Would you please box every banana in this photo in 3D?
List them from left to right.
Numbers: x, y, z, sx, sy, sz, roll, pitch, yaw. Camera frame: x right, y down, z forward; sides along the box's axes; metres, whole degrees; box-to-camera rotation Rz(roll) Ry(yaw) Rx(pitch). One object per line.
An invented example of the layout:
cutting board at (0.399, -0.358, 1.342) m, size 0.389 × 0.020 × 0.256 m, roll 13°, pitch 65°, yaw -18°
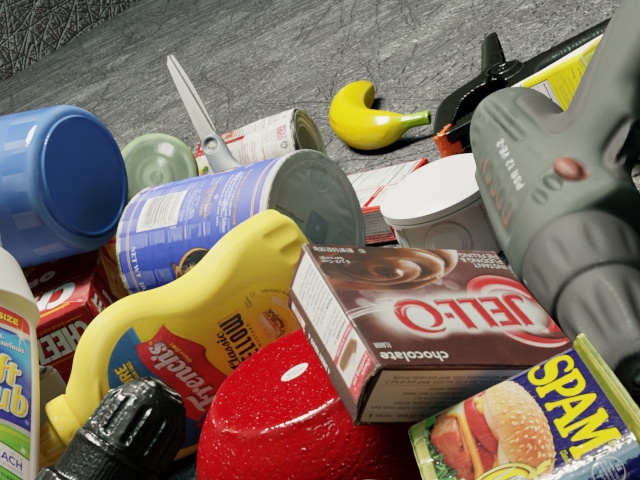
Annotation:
banana at (0.042, -0.115, 0.986) m, size 0.069 × 0.037 × 0.198 m, roll -11°, pitch 20°, yaw -10°

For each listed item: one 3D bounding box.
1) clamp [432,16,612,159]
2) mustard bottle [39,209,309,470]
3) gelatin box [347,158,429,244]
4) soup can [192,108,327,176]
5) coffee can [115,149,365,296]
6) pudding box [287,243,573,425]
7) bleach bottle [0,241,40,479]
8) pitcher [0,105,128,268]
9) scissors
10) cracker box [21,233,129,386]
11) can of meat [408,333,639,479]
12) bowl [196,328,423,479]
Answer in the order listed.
clamp at (0.164, -0.130, 0.868) m, size 0.165 × 0.036 × 0.209 m, roll -7°, pitch 30°, yaw 43°
mustard bottle at (-0.080, 0.069, 0.604) m, size 0.191 × 0.096 × 0.058 m, roll -32°, pitch 21°, yaw -11°
gelatin box at (0.034, -0.024, 0.786) m, size 0.089 × 0.030 × 0.073 m, roll -9°, pitch 26°, yaw 38°
soup can at (-0.053, -0.069, 0.939) m, size 0.102 × 0.068 × 0.068 m, roll -18°, pitch 22°, yaw 21°
coffee can at (-0.055, 0.001, 0.728) m, size 0.141 × 0.103 × 0.102 m, roll -10°, pitch 27°, yaw 38°
pudding box at (0.052, 0.042, 0.491) m, size 0.113 × 0.039 × 0.090 m, roll 1°, pitch 32°, yaw -26°
bleach bottle at (-0.196, 0.075, 0.558) m, size 0.068 × 0.102 × 0.251 m, roll -38°, pitch 38°, yaw 20°
pitcher at (-0.267, -0.031, 0.834) m, size 0.243 × 0.145 × 0.149 m, roll -9°, pitch 44°, yaw 29°
scissors at (-0.095, -0.056, 0.861) m, size 0.096 × 0.202 × 0.016 m, roll -45°, pitch -24°, yaw 4°
cracker box at (-0.231, 0.060, 0.838) m, size 0.164 × 0.072 × 0.214 m, roll -26°, pitch 22°, yaw 4°
can of meat at (0.087, 0.092, 0.414) m, size 0.084 × 0.057 × 0.102 m, roll -27°, pitch 20°, yaw 6°
bowl at (-0.002, 0.087, 0.530) m, size 0.162 × 0.055 × 0.162 m, roll -23°, pitch 21°, yaw 9°
